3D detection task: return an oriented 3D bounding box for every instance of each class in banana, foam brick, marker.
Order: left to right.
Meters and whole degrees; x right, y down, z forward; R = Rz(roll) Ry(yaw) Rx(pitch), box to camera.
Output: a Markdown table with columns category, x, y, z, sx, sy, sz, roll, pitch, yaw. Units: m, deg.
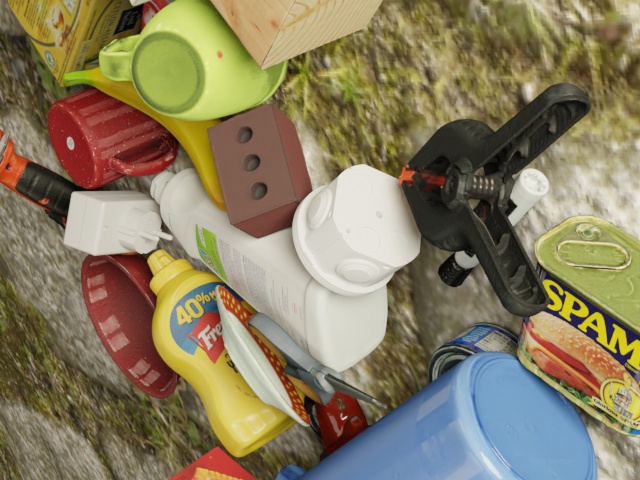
| category | x | y | z | sx | sy | sz | roll | pitch | yaw |
| --- | --- | --- | --- | --- | --- | --- | --- | --- | --- |
| banana | -0.119 | -0.093 | 0.858 | 0.198 | 0.069 | 0.037 | 37 | 155 | 24 |
| foam brick | -0.041 | -0.049 | 0.762 | 0.051 | 0.053 | 0.078 | 32 | -140 | -67 |
| marker | 0.104 | -0.004 | 0.664 | 0.020 | 0.020 | 0.121 | 53 | 146 | 14 |

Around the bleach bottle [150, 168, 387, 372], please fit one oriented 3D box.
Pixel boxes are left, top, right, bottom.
| category | x | y | z | sx | sy | sz | roll | pitch | yaw |
| --- | --- | --- | --- | --- | --- | --- | --- | --- | --- |
| bleach bottle | -0.056 | 0.001 | 0.845 | 0.251 | 0.068 | 0.102 | 34 | 145 | 38 |

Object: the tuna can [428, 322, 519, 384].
| category | x | y | z | sx | sy | sz | roll | pitch | yaw |
| --- | --- | --- | --- | --- | --- | --- | --- | --- | --- |
| tuna can | 0.113 | 0.100 | 0.716 | 0.086 | 0.033 | 0.086 | 33 | 138 | 36 |

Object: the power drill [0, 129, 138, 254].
| category | x | y | z | sx | sy | sz | roll | pitch | yaw |
| --- | --- | --- | --- | --- | --- | --- | --- | --- | --- |
| power drill | -0.268 | -0.052 | 1.014 | 0.187 | 0.057 | 0.185 | 30 | 171 | -40 |

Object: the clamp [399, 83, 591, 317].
| category | x | y | z | sx | sy | sz | roll | pitch | yaw |
| --- | --- | --- | --- | --- | --- | --- | --- | --- | --- |
| clamp | 0.094 | -0.038 | 0.606 | 0.172 | 0.039 | 0.120 | 40 | 112 | 63 |

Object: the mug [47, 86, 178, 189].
| category | x | y | z | sx | sy | sz | roll | pitch | yaw |
| --- | --- | --- | --- | --- | --- | --- | --- | --- | --- |
| mug | -0.175 | -0.089 | 0.923 | 0.117 | 0.081 | 0.093 | 39 | 141 | 31 |

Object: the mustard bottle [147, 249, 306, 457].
| category | x | y | z | sx | sy | sz | roll | pitch | yaw |
| --- | --- | --- | --- | --- | --- | --- | --- | --- | --- |
| mustard bottle | -0.089 | 0.085 | 0.922 | 0.192 | 0.096 | 0.058 | 51 | 149 | 16 |

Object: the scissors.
| category | x | y | z | sx | sy | sz | roll | pitch | yaw |
| --- | --- | --- | --- | --- | --- | --- | --- | --- | --- |
| scissors | -0.009 | 0.084 | 0.751 | 0.096 | 0.016 | 0.202 | 47 | 166 | 0 |

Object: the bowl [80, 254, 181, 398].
| category | x | y | z | sx | sy | sz | roll | pitch | yaw |
| --- | --- | --- | --- | --- | --- | --- | --- | --- | --- |
| bowl | -0.172 | 0.075 | 1.063 | 0.162 | 0.055 | 0.162 | 33 | 138 | 36 |

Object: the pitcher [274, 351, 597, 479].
| category | x | y | z | sx | sy | sz | roll | pitch | yaw |
| --- | --- | --- | --- | --- | --- | --- | --- | --- | --- |
| pitcher | 0.058 | 0.184 | 0.671 | 0.149 | 0.144 | 0.243 | 42 | 127 | -2 |
